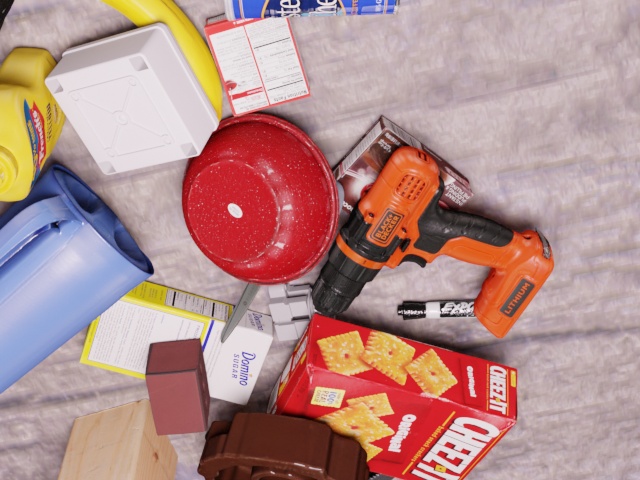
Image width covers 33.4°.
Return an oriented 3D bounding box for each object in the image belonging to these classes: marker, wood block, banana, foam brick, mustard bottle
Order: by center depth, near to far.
[{"bbox_3d":[-0.257,-0.087,0.888,0.058,0.191,0.096,4,118,-3],"label":"mustard bottle"},{"bbox_3d":[-0.146,-0.183,0.929,0.197,0.037,0.070,40,132,-18],"label":"banana"},{"bbox_3d":[-0.138,0.144,1.041,0.051,0.053,0.078,-5,121,0],"label":"foam brick"},{"bbox_3d":[-0.208,0.265,1.069,0.090,0.206,0.091,-17,117,8],"label":"wood block"},{"bbox_3d":[0.138,0.070,1.074,0.121,0.020,0.020,-1,118,0],"label":"marker"}]

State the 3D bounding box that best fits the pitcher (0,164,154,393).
[{"bbox_3d":[-0.282,0.053,0.955,0.243,0.145,0.149,-41,122,2],"label":"pitcher"}]

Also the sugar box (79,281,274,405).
[{"bbox_3d":[-0.143,0.099,1.073,0.176,0.048,0.093,16,117,-13],"label":"sugar box"}]

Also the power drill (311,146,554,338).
[{"bbox_3d":[0.104,0.022,0.986,0.187,0.057,0.185,23,118,-17],"label":"power drill"}]

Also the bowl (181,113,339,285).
[{"bbox_3d":[-0.067,-0.031,0.960,0.162,0.055,0.162,6,105,22],"label":"bowl"}]

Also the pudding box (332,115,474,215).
[{"bbox_3d":[0.072,-0.049,0.998,0.113,0.039,0.090,36,113,-18],"label":"pudding box"}]

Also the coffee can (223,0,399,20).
[{"bbox_3d":[-0.008,-0.232,0.863,0.140,0.103,0.103,-2,118,0],"label":"coffee can"}]

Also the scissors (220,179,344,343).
[{"bbox_3d":[-0.057,0.001,1.012,0.202,0.016,0.096,-44,68,26],"label":"scissors"}]

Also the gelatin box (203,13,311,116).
[{"bbox_3d":[-0.054,-0.161,0.943,0.073,0.030,0.089,-15,118,6],"label":"gelatin box"}]

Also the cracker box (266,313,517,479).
[{"bbox_3d":[0.066,0.168,1.068,0.213,0.072,0.164,17,139,-9],"label":"cracker box"}]
